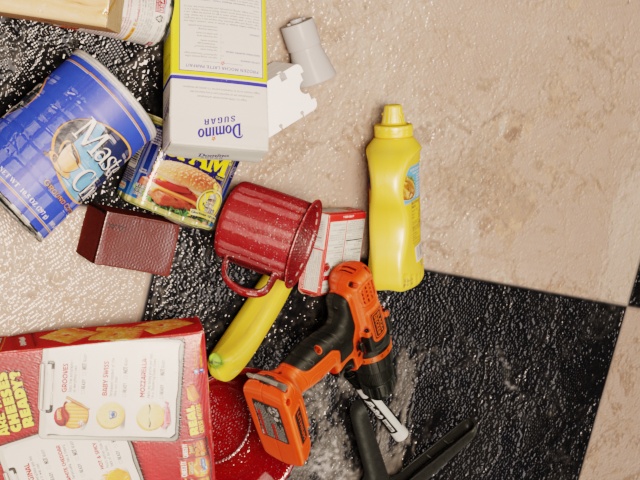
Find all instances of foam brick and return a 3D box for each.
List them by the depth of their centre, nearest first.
[{"bbox_3d":[-0.182,-0.001,1.012,0.078,0.051,0.053,12,95,-32],"label":"foam brick"}]

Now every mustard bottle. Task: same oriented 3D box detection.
[{"bbox_3d":[0.079,-0.048,1.131,0.096,0.058,0.192,-38,129,-68],"label":"mustard bottle"}]

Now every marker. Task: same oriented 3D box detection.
[{"bbox_3d":[0.063,0.185,1.217,0.020,0.020,0.121,-44,119,-14],"label":"marker"}]

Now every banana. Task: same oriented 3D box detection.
[{"bbox_3d":[-0.066,0.079,1.072,0.037,0.070,0.197,35,44,-2],"label":"banana"}]

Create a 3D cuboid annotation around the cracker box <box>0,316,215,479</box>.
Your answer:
[{"bbox_3d":[-0.209,0.165,0.988,0.213,0.072,0.164,-5,99,-10],"label":"cracker box"}]

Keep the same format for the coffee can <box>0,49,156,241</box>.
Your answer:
[{"bbox_3d":[-0.229,-0.083,0.934,0.140,0.103,0.102,-45,119,-13],"label":"coffee can"}]

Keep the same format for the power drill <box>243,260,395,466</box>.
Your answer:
[{"bbox_3d":[0.008,0.139,1.095,0.187,0.057,0.184,-47,134,-36],"label":"power drill"}]

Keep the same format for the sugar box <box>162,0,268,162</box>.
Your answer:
[{"bbox_3d":[-0.097,-0.162,0.980,0.093,0.048,0.176,4,78,-18],"label":"sugar box"}]

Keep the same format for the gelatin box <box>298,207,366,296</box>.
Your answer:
[{"bbox_3d":[0.012,0.011,1.125,0.073,0.030,0.089,-7,108,-55],"label":"gelatin box"}]

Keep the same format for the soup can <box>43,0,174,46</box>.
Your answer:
[{"bbox_3d":[-0.189,-0.214,0.947,0.102,0.069,0.068,7,98,-31],"label":"soup can"}]

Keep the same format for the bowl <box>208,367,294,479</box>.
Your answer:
[{"bbox_3d":[-0.100,0.201,1.105,0.161,0.055,0.162,-7,106,-28],"label":"bowl"}]

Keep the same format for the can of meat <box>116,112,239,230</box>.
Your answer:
[{"bbox_3d":[-0.135,-0.064,1.022,0.102,0.058,0.084,21,93,-32],"label":"can of meat"}]

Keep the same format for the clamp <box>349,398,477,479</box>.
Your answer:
[{"bbox_3d":[0.090,0.283,1.233,0.164,0.036,0.210,7,105,-21],"label":"clamp"}]

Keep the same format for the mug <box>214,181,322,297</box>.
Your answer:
[{"bbox_3d":[-0.057,0.001,1.046,0.093,0.081,0.117,81,30,-67],"label":"mug"}]
